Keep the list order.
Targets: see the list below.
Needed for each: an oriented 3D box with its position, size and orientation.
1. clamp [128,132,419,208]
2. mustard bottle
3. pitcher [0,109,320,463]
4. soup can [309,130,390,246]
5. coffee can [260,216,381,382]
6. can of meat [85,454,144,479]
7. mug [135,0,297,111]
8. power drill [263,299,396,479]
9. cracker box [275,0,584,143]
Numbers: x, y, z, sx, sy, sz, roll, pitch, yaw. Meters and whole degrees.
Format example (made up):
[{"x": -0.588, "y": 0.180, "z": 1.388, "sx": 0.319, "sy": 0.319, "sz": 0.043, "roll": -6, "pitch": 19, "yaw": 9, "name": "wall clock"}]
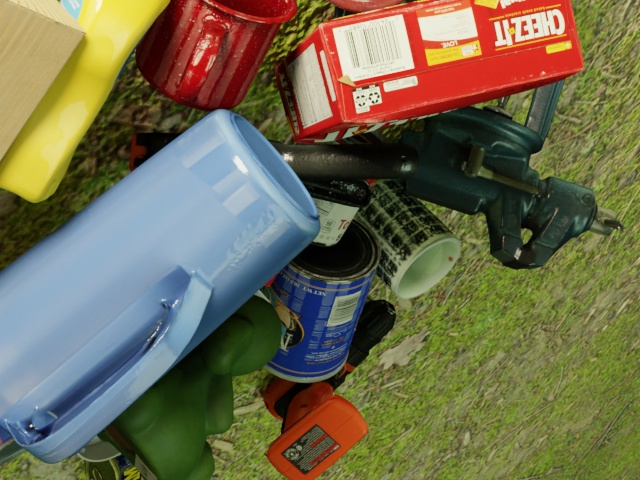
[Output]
[{"x": -0.035, "y": -0.057, "z": 0.803, "sx": 0.209, "sy": 0.036, "sz": 0.165, "roll": 7, "pitch": 171, "yaw": -16, "name": "clamp"}, {"x": -0.142, "y": -0.121, "z": 0.651, "sx": 0.058, "sy": 0.096, "sz": 0.192, "roll": 28, "pitch": 108, "yaw": -24, "name": "mustard bottle"}, {"x": -0.119, "y": 0.031, "z": 0.712, "sx": 0.243, "sy": 0.149, "sz": 0.145, "roll": -39, "pitch": 166, "yaw": 10, "name": "pitcher"}, {"x": 0.010, "y": -0.054, "z": 0.939, "sx": 0.068, "sy": 0.069, "sz": 0.102, "roll": -1, "pitch": 130, "yaw": -49, "name": "soup can"}, {"x": -0.008, "y": 0.052, "z": 1.016, "sx": 0.102, "sy": 0.103, "sz": 0.140, "roll": -20, "pitch": 142, "yaw": -34, "name": "coffee can"}, {"x": -0.183, "y": 0.214, "z": 1.061, "sx": 0.083, "sy": 0.057, "sz": 0.102, "roll": -26, "pitch": 146, "yaw": -32, "name": "can of meat"}, {"x": -0.074, "y": -0.133, "z": 0.704, "sx": 0.093, "sy": 0.117, "sz": 0.082, "roll": 21, "pitch": 125, "yaw": -15, "name": "mug"}, {"x": 0.010, "y": 0.155, "z": 1.109, "sx": 0.185, "sy": 0.057, "sz": 0.187, "roll": -44, "pitch": -168, "yaw": 16, "name": "power drill"}, {"x": 0.066, "y": -0.121, "z": 0.761, "sx": 0.164, "sy": 0.072, "sz": 0.214, "roll": -14, "pitch": -176, "yaw": -9, "name": "cracker box"}]
